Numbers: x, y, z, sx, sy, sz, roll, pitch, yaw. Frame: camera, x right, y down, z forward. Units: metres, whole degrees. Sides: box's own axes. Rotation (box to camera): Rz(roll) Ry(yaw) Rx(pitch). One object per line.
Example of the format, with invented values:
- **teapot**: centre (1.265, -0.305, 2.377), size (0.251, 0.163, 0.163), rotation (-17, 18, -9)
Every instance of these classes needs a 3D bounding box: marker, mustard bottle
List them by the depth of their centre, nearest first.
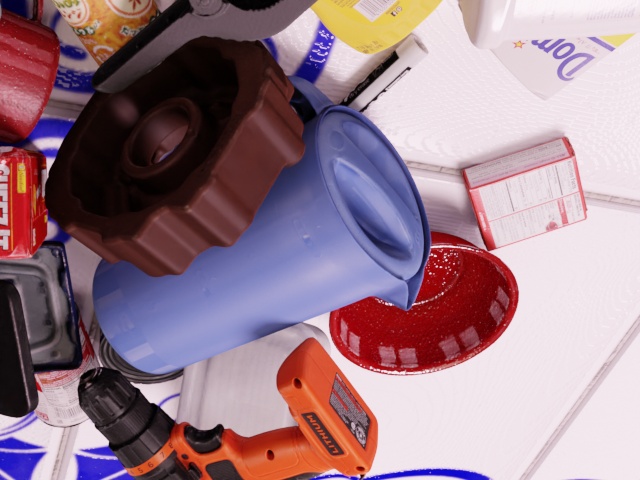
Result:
- **mustard bottle**: centre (-0.009, -0.196, 0.658), size (0.191, 0.058, 0.096), rotation (28, 132, -31)
- **marker**: centre (0.029, -0.103, 0.781), size (0.020, 0.020, 0.121), rotation (32, 121, -33)

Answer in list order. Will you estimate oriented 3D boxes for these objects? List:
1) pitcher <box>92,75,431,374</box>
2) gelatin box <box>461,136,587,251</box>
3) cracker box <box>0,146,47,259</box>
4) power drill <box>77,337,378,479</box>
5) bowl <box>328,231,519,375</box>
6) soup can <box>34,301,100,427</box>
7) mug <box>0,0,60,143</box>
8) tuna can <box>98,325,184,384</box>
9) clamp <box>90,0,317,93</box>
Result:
- **pitcher**: centre (-0.055, 0.001, 0.785), size (0.243, 0.149, 0.144), rotation (-26, 139, 29)
- **gelatin box**: centre (0.166, -0.037, 0.862), size (0.089, 0.030, 0.073), rotation (-19, 132, 7)
- **cracker box**: centre (-0.291, -0.029, 0.693), size (0.213, 0.164, 0.072), rotation (0, 95, -11)
- **power drill**: centre (-0.066, 0.140, 0.792), size (0.188, 0.057, 0.184), rotation (-25, 116, 26)
- **bowl**: centre (0.083, 0.044, 0.905), size (0.162, 0.055, 0.162), rotation (-5, 134, -6)
- **soup can**: centre (-0.222, 0.101, 0.895), size (0.068, 0.068, 0.102), rotation (-10, 134, -2)
- **mug**: centre (-0.215, -0.122, 0.680), size (0.081, 0.093, 0.117), rotation (19, 92, -32)
- **tuna can**: centre (-0.147, 0.084, 0.916), size (0.086, 0.034, 0.086), rotation (-5, 134, -6)
- **clamp**: centre (-0.076, -0.156, 0.626), size (0.171, 0.039, 0.120), rotation (-17, 139, 5)
